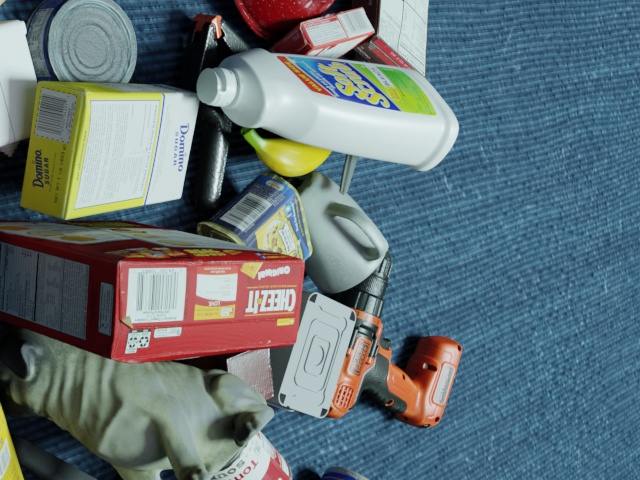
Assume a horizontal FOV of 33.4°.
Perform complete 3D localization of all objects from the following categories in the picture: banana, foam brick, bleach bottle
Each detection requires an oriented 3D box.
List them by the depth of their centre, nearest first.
[{"bbox_3d":[0.004,-0.116,0.930,0.250,0.103,0.068,0,137,-43],"label":"bleach bottle"},{"bbox_3d":[-0.086,0.116,0.945,0.051,0.078,0.053,-17,108,-43],"label":"foam brick"},{"bbox_3d":[-0.009,-0.106,0.992,0.197,0.037,0.069,-47,130,-54],"label":"banana"}]

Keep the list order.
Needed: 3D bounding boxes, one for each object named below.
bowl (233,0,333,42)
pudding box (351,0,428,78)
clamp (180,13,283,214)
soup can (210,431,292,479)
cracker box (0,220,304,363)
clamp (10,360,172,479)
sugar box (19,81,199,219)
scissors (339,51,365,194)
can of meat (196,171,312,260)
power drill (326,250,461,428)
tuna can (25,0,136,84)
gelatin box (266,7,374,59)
[{"bbox_3d":[-0.019,-0.259,0.955,0.161,0.055,0.162,-18,111,-57],"label":"bowl"},{"bbox_3d":[0.070,-0.223,1.072,0.089,0.039,0.113,33,55,-46],"label":"pudding box"},{"bbox_3d":[-0.087,-0.111,0.940,0.120,0.039,0.171,-49,131,-37],"label":"clamp"},{"bbox_3d":[-0.075,0.200,0.964,0.068,0.069,0.102,-59,143,-23],"label":"soup can"},{"bbox_3d":[-0.144,0.030,0.770,0.163,0.214,0.072,0,98,-47],"label":"cracker box"},{"bbox_3d":[-0.161,0.209,0.908,0.164,0.036,0.210,-35,117,-38],"label":"clamp"},{"bbox_3d":[-0.156,-0.072,0.815,0.176,0.048,0.093,-22,126,-71],"label":"sugar box"},{"bbox_3d":[0.049,-0.112,1.060,0.096,0.016,0.201,46,44,-52],"label":"scissors"},{"bbox_3d":[-0.056,0.001,0.958,0.083,0.058,0.102,-44,143,-30],"label":"can of meat"},{"bbox_3d":[0.073,0.113,1.133,0.187,0.057,0.184,28,79,-43],"label":"power drill"},{"bbox_3d":[-0.186,-0.150,0.831,0.085,0.034,0.086,-9,102,-46],"label":"tuna can"},{"bbox_3d":[-0.006,-0.182,0.989,0.089,0.073,0.030,-25,88,-42],"label":"gelatin box"}]
